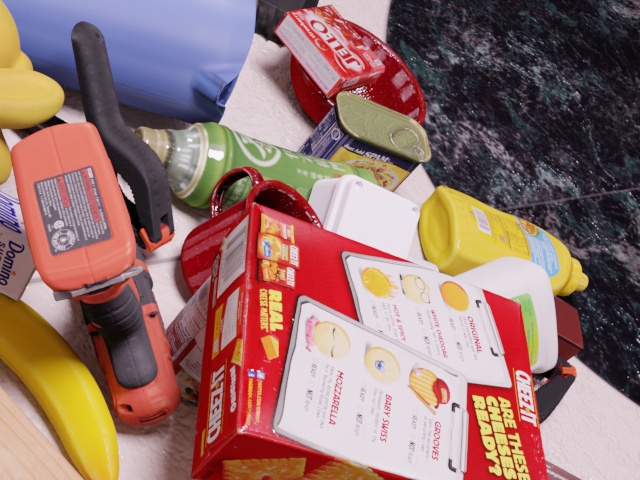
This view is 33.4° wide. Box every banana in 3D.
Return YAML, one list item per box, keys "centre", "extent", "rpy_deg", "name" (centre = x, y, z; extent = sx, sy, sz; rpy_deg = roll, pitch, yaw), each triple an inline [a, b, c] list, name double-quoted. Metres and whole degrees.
- centre: [-0.195, 0.077, 0.681]
  extent: [0.198, 0.037, 0.069]
  rpy_deg: [38, 57, -3]
  name: "banana"

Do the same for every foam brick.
- centre: [0.200, 0.081, 1.008]
  extent: [0.078, 0.051, 0.053]
  rpy_deg: [29, 38, -17]
  name: "foam brick"

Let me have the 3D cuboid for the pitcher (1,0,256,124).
- centre: [-0.186, -0.185, 0.866]
  extent: [0.242, 0.149, 0.145]
  rpy_deg: [12, 79, -25]
  name: "pitcher"

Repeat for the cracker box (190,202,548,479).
- centre: [0.032, 0.089, 0.667]
  extent: [0.213, 0.072, 0.164]
  rpy_deg: [21, 46, -23]
  name: "cracker box"

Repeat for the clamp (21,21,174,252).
- centre: [-0.159, -0.074, 0.792]
  extent: [0.171, 0.120, 0.039]
  rpy_deg: [48, 44, 1]
  name: "clamp"

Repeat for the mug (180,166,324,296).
- centre: [-0.055, 0.001, 0.816]
  extent: [0.093, 0.082, 0.117]
  rpy_deg: [1, 67, -53]
  name: "mug"

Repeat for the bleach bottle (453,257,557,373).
- centre: [0.076, 0.094, 0.827]
  extent: [0.250, 0.068, 0.102]
  rpy_deg: [-20, 111, -33]
  name: "bleach bottle"

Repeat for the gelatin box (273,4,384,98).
- centre: [0.010, -0.183, 1.021]
  extent: [0.089, 0.030, 0.073]
  rpy_deg: [51, 39, 12]
  name: "gelatin box"

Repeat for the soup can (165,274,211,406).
- centre: [-0.066, 0.063, 0.749]
  extent: [0.068, 0.102, 0.068]
  rpy_deg: [23, 41, -22]
  name: "soup can"

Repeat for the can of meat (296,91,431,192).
- centre: [0.037, -0.080, 0.993]
  extent: [0.102, 0.084, 0.057]
  rpy_deg: [18, 43, -28]
  name: "can of meat"

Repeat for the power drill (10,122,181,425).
- centre: [-0.141, 0.008, 0.681]
  extent: [0.057, 0.187, 0.184]
  rpy_deg: [-20, 62, -7]
  name: "power drill"

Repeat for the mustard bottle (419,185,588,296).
- centre: [0.190, 0.015, 1.057]
  extent: [0.191, 0.058, 0.096]
  rpy_deg: [19, 38, -26]
  name: "mustard bottle"

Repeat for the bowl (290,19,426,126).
- centre: [0.027, -0.152, 1.078]
  extent: [0.162, 0.055, 0.162]
  rpy_deg: [24, 41, -23]
  name: "bowl"
